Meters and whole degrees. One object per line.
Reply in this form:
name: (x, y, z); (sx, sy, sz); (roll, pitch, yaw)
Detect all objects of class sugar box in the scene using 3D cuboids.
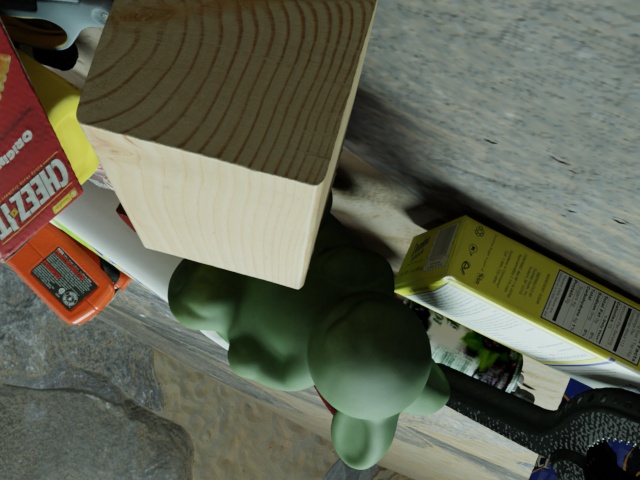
sugar box: (0.140, 0.046, 0.645); (0.176, 0.048, 0.093); (24, 168, -10)

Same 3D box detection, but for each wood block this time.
wood block: (-0.036, -0.048, 0.473); (0.091, 0.090, 0.206); (16, 167, 1)

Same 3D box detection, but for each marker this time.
marker: (-0.192, -0.121, 0.666); (0.121, 0.020, 0.020); (15, 164, 39)

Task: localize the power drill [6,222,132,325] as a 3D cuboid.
power drill: (-0.252, -0.004, 1.015); (0.184, 0.057, 0.188); (46, -176, -15)

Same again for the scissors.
scissors: (-0.119, -0.125, 0.519); (0.202, 0.016, 0.096); (5, 152, 44)

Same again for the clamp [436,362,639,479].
clamp: (0.165, 0.149, 0.673); (0.210, 0.036, 0.164); (-9, 108, 45)

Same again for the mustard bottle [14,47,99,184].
mustard bottle: (-0.222, -0.103, 0.643); (0.192, 0.058, 0.096); (34, 160, 12)

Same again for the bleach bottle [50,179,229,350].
bleach bottle: (-0.122, 0.021, 0.873); (0.251, 0.068, 0.102); (36, 174, 19)
